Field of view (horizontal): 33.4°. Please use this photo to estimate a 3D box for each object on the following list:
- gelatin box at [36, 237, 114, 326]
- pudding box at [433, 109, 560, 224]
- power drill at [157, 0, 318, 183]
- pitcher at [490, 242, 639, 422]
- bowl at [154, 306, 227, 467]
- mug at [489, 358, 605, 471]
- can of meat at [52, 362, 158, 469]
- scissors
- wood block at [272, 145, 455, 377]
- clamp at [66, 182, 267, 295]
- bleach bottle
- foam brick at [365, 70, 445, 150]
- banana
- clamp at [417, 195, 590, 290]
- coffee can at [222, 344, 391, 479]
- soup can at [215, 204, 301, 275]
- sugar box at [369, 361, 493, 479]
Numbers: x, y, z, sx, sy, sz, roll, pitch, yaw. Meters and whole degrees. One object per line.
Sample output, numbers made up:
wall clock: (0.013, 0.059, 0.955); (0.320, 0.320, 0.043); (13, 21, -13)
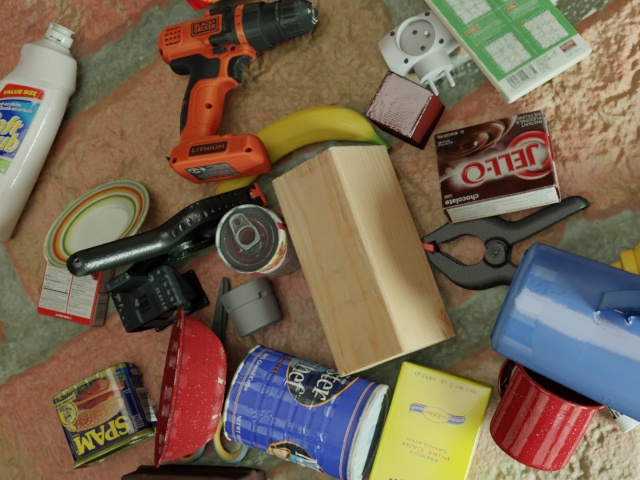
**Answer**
gelatin box: (-0.272, 0.046, 1.193); (0.073, 0.030, 0.089); (11, 89, 19)
pudding box: (0.172, -0.071, 1.043); (0.114, 0.039, 0.090); (-13, 57, 17)
power drill: (-0.088, -0.160, 1.117); (0.185, 0.057, 0.187); (-9, 67, 24)
pitcher: (0.280, 0.088, 0.933); (0.243, 0.144, 0.149); (22, 115, 12)
bowl: (-0.129, 0.150, 1.079); (0.055, 0.162, 0.162); (9, 89, -10)
mug: (0.204, 0.155, 1.007); (0.117, 0.093, 0.082); (49, 125, 48)
can of meat: (-0.232, 0.189, 1.158); (0.102, 0.057, 0.084); (-27, 77, 14)
scissors: (-0.099, 0.149, 1.138); (0.096, 0.016, 0.202); (22, 93, 19)
wood block: (0.041, 0.018, 1.054); (0.090, 0.090, 0.206); (-27, 78, 38)
clamp: (-0.155, -0.001, 1.103); (0.210, 0.164, 0.036); (-30, 76, 5)
bleach bottle: (-0.351, -0.131, 1.215); (0.103, 0.068, 0.251); (25, 91, 17)
foam brick: (0.086, -0.129, 1.069); (0.053, 0.078, 0.051); (29, 93, 17)
banana: (-0.029, -0.098, 1.123); (0.198, 0.037, 0.069); (-17, 81, 16)
clamp: (0.181, 0.022, 1.049); (0.172, 0.039, 0.120); (-5, 80, 23)
coffee can: (-0.012, 0.173, 1.065); (0.140, 0.102, 0.103); (16, 91, 18)
soup can: (-0.057, 0.001, 1.091); (0.069, 0.102, 0.068); (-1, 86, 17)
sugar box: (0.102, 0.215, 1.054); (0.093, 0.048, 0.176); (15, 89, 12)
